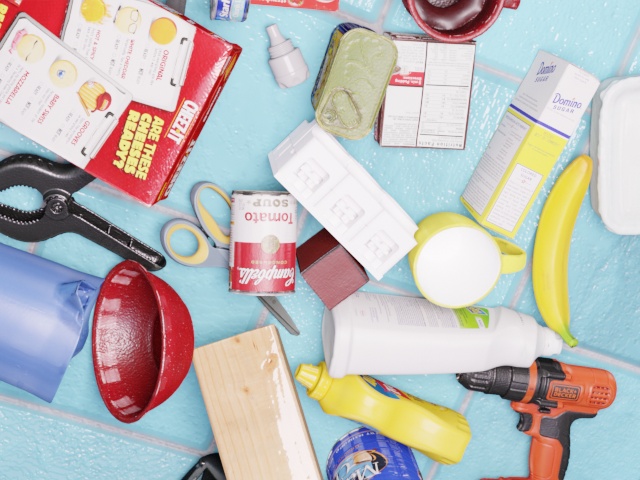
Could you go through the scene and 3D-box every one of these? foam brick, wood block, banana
[{"bbox_3d":[0.011,0.025,1.089,0.051,0.078,0.053,-37,106,6],"label":"foam brick"},{"bbox_3d":[-0.057,0.198,1.086,0.090,0.091,0.206,-17,82,0],"label":"wood block"},{"bbox_3d":[0.253,0.009,1.117,0.037,0.070,0.198,-1,94,-39],"label":"banana"}]

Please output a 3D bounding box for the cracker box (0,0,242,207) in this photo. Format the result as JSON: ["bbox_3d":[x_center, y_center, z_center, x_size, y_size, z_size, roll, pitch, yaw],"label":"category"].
[{"bbox_3d":[-0.202,-0.154,0.966,0.213,0.072,0.164,29,102,1],"label":"cracker box"}]

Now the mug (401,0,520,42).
[{"bbox_3d":[0.132,-0.238,1.013,0.117,0.081,0.093,6,107,-8],"label":"mug"}]

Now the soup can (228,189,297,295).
[{"bbox_3d":[-0.057,0.001,1.067,0.068,0.068,0.102,1,93,-7],"label":"soup can"}]

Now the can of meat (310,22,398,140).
[{"bbox_3d":[0.029,-0.156,1.027,0.057,0.084,0.102,16,105,-12],"label":"can of meat"}]

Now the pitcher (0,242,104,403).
[{"bbox_3d":[-0.346,0.061,1.042,0.242,0.145,0.149,23,92,-10],"label":"pitcher"}]

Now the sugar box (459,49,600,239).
[{"bbox_3d":[0.206,-0.097,1.062,0.048,0.093,0.176,26,104,-15],"label":"sugar box"}]

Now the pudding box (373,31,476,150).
[{"bbox_3d":[0.104,-0.148,1.063,0.090,0.039,0.113,2,110,-8],"label":"pudding box"}]

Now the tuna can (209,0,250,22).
[{"bbox_3d":[-0.082,-0.245,0.984,0.033,0.086,0.086,3,108,-10],"label":"tuna can"}]

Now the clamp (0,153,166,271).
[{"bbox_3d":[-0.252,-0.033,1.057,0.210,0.036,0.164,-6,120,1],"label":"clamp"}]

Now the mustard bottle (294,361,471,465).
[{"bbox_3d":[0.060,0.176,1.133,0.191,0.096,0.058,25,91,-13],"label":"mustard bottle"}]

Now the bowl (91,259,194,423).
[{"bbox_3d":[-0.172,0.101,1.069,0.055,0.162,0.162,3,110,-36],"label":"bowl"}]

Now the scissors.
[{"bbox_3d":[-0.096,0.037,1.099,0.096,0.016,0.201,-31,111,-22],"label":"scissors"}]

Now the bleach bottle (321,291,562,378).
[{"bbox_3d":[0.131,0.103,1.114,0.250,0.102,0.068,5,117,-8],"label":"bleach bottle"}]

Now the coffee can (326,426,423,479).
[{"bbox_3d":[0.065,0.276,1.144,0.102,0.140,0.103,-2,108,-6],"label":"coffee can"}]

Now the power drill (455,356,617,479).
[{"bbox_3d":[0.223,0.217,1.186,0.184,0.057,0.188,9,107,-9],"label":"power drill"}]
